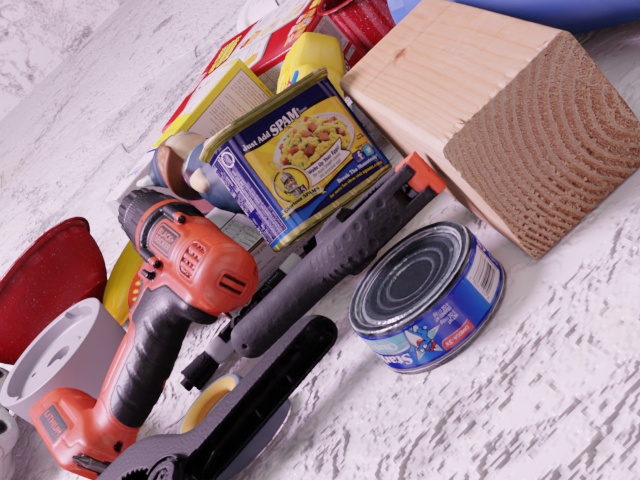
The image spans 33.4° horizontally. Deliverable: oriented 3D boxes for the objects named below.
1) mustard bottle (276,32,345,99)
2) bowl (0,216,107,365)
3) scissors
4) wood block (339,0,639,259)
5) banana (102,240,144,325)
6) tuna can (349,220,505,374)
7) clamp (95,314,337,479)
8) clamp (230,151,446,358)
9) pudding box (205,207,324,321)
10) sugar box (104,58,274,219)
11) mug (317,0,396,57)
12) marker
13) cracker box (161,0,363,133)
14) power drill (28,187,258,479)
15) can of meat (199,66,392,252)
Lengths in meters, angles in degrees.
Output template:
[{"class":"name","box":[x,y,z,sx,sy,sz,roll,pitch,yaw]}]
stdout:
[{"class":"mustard bottle","box":[-0.008,-0.095,0.848,0.191,0.058,0.096,-91,14,-64]},{"class":"bowl","box":[-0.243,0.058,0.969,0.162,0.055,0.162,-54,-7,-10]},{"class":"scissors","box":[-0.100,0.154,0.657,0.202,0.016,0.096,-42,25,3]},{"class":"wood block","box":[0.095,-0.078,0.644,0.091,0.090,0.206,-44,22,3]},{"class":"banana","box":[-0.149,-0.001,0.989,0.070,0.037,0.197,-8,42,56]},{"class":"tuna can","box":[0.057,0.030,0.589,0.086,0.033,0.086,-36,23,18]},{"class":"clamp","box":[-0.073,0.143,0.583,0.210,0.036,0.164,-32,32,19]},{"class":"clamp","box":[0.017,-0.002,0.663,0.172,0.039,0.120,-40,13,34]},{"class":"pudding box","box":[-0.055,0.001,0.797,0.113,0.039,0.090,-45,33,-15]},{"class":"sugar box","box":[-0.102,-0.067,0.952,0.176,0.093,0.048,-51,21,-18]},{"class":"mug","box":[0.066,-0.208,0.931,0.117,0.081,0.093,-44,22,-1]},{"class":"marker","box":[-0.053,0.058,0.745,0.121,0.020,0.020,-47,22,-8]},{"class":"cracker box","box":[-0.041,-0.174,1.070,0.214,0.072,0.164,-25,27,40]},{"class":"power drill","box":[-0.130,0.059,0.737,0.187,0.057,0.185,-62,32,2]},{"class":"can of meat","box":[-0.014,-0.052,0.709,0.102,0.084,0.057,-35,-3,-21]}]
